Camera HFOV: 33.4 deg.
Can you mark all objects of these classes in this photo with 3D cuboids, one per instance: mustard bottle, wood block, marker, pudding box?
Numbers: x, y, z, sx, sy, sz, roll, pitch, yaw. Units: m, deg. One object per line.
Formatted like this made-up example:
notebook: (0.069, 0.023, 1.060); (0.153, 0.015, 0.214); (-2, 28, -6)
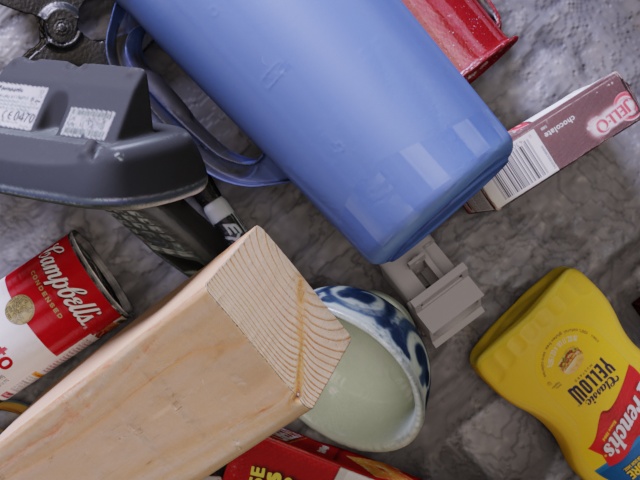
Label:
mustard bottle: (0.197, 0.115, 0.715); (0.096, 0.058, 0.191); (-45, 93, -3)
wood block: (-0.094, 0.095, 0.634); (0.206, 0.090, 0.090); (-36, 97, 26)
marker: (-0.055, 0.001, 0.717); (0.020, 0.020, 0.121); (-34, 93, -3)
pudding box: (0.143, -0.061, 0.695); (0.113, 0.090, 0.039); (-30, 91, -3)

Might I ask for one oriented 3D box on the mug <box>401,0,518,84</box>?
mug: (0.074, -0.137, 0.697); (0.117, 0.093, 0.081); (-38, 88, -34)

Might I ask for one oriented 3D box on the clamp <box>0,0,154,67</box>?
clamp: (-0.176, -0.144, 0.676); (0.171, 0.039, 0.120); (-26, 120, -19)

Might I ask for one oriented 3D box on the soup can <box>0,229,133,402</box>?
soup can: (-0.181, 0.049, 0.685); (0.102, 0.068, 0.068); (-34, 92, -2)

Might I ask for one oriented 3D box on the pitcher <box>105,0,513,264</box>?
pitcher: (-0.012, -0.100, 0.623); (0.145, 0.149, 0.243); (-38, 83, -19)
